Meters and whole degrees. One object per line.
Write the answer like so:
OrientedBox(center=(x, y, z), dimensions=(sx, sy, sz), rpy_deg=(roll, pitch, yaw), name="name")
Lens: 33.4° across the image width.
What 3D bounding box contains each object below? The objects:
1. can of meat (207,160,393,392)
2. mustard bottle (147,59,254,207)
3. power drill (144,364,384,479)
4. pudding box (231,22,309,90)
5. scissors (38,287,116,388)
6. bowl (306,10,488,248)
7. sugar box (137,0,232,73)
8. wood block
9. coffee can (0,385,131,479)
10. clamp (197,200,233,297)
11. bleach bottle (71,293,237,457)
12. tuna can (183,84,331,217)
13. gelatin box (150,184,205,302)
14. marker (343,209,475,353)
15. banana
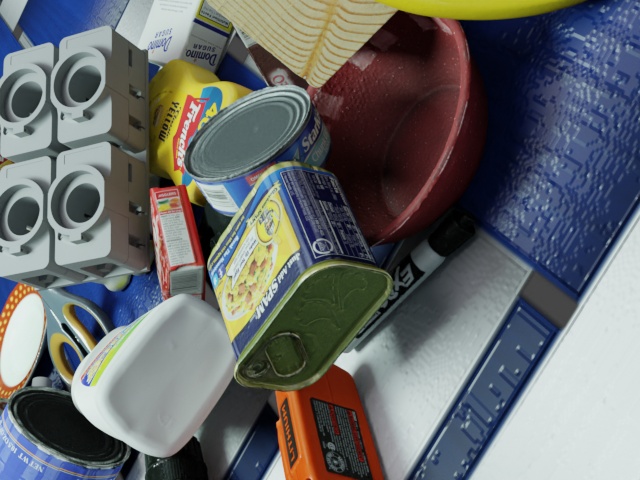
OrientedBox(center=(-0.016, 0.019, 0.592), dimensions=(0.102, 0.057, 0.084), rpy_deg=(-53, 42, 32), name="can of meat")
OrientedBox(center=(-0.083, -0.076, 0.821), dimensions=(0.192, 0.058, 0.096), rpy_deg=(33, 101, 54), name="mustard bottle")
OrientedBox(center=(-0.046, 0.155, 0.659), dimensions=(0.188, 0.057, 0.184), rpy_deg=(-49, 40, 30), name="power drill")
OrientedBox(center=(-0.041, -0.166, 0.764), dimensions=(0.039, 0.113, 0.090), rpy_deg=(-21, 50, 7), name="pudding box")
OrientedBox(center=(-0.244, 0.052, 0.935), dimensions=(0.202, 0.016, 0.096), rpy_deg=(39, 123, 25), name="scissors")
OrientedBox(center=(0.047, -0.061, 0.638), dimensions=(0.162, 0.055, 0.162), rpy_deg=(-29, 52, 43), name="bowl")
OrientedBox(center=(-0.099, -0.232, 0.933), dimensions=(0.093, 0.048, 0.176), rpy_deg=(26, 98, 55), name="sugar box")
OrientedBox(center=(0.001, -0.200, 0.683), dimensions=(0.091, 0.090, 0.206), rpy_deg=(-42, 24, 28), name="wood block")
OrientedBox(center=(-0.225, 0.200, 0.834), dimensions=(0.140, 0.102, 0.103), rpy_deg=(-61, 36, 12), name="coffee can")
OrientedBox(center=(-0.055, 0.001, 0.726), dimensions=(0.172, 0.039, 0.120), rpy_deg=(-140, 54, -62), name="clamp")
OrientedBox(center=(-0.137, 0.101, 0.762), dimensions=(0.102, 0.068, 0.251), rpy_deg=(-54, 13, -22), name="bleach bottle")
OrientedBox(center=(-0.037, -0.054, 0.638), dimensions=(0.086, 0.033, 0.086), rpy_deg=(-21, 35, 16), name="tuna can")
OrientedBox(center=(-0.106, 0.014, 0.790), dimensions=(0.089, 0.030, 0.073), rpy_deg=(101, 156, -56), name="gelatin box")
OrientedBox(center=(0.048, 0.024, 0.627), dimensions=(0.121, 0.020, 0.020), rpy_deg=(-46, 41, 29), name="marker")
OrientedBox(center=(0.093, -0.150, 0.566), dimensions=(0.198, 0.069, 0.037), rpy_deg=(-9, 27, 8), name="banana")
